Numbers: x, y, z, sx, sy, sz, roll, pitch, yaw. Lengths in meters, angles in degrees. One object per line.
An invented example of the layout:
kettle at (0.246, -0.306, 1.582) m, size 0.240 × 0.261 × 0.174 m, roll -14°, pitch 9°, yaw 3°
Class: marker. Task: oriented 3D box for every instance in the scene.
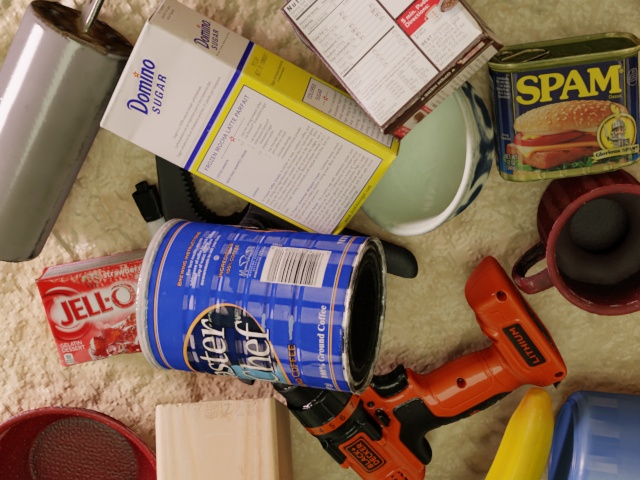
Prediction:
marker at (-0.111, 0.012, 0.791) m, size 0.020 × 0.020 × 0.121 m, roll -18°, pitch 108°, yaw 8°

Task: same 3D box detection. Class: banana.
banana at (0.120, 0.196, 0.779) m, size 0.069 × 0.037 × 0.198 m, roll 28°, pitch 98°, yaw -50°

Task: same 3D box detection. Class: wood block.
wood block at (-0.066, 0.223, 0.776) m, size 0.090 × 0.091 × 0.206 m, roll -4°, pitch 77°, yaw 4°

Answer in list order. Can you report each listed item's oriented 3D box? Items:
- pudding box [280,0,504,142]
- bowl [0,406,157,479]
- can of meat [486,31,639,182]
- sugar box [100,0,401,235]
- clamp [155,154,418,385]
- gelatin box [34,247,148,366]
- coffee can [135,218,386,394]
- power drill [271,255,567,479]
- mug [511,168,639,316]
pudding box at (0.043, -0.133, 0.663) m, size 0.090 × 0.039 × 0.113 m, roll -42°, pitch 70°, yaw 16°
bowl at (-0.192, 0.190, 0.838) m, size 0.162 × 0.055 × 0.162 m, roll 1°, pitch 110°, yaw 2°
can of meat at (0.166, -0.090, 0.726) m, size 0.102 × 0.057 × 0.084 m, roll -7°, pitch 111°, yaw 4°
sugar box at (-0.045, -0.076, 0.696) m, size 0.176 × 0.048 × 0.093 m, roll 29°, pitch 128°, yaw -8°
clamp at (-0.055, 0.001, 0.776) m, size 0.165 × 0.036 × 0.210 m, roll -42°, pitch 105°, yaw 14°
gelatin box at (-0.160, 0.050, 0.800) m, size 0.089 × 0.030 × 0.073 m, roll -11°, pitch 109°, yaw 5°
coffee can at (-0.036, 0.042, 0.702) m, size 0.140 × 0.102 × 0.103 m, roll 5°, pitch 110°, yaw 16°
power drill at (0.069, 0.092, 0.782) m, size 0.188 × 0.057 × 0.184 m, roll -33°, pitch 119°, yaw 15°
mug at (0.187, 0.000, 0.743) m, size 0.117 × 0.081 × 0.093 m, roll -33°, pitch 105°, yaw 12°
